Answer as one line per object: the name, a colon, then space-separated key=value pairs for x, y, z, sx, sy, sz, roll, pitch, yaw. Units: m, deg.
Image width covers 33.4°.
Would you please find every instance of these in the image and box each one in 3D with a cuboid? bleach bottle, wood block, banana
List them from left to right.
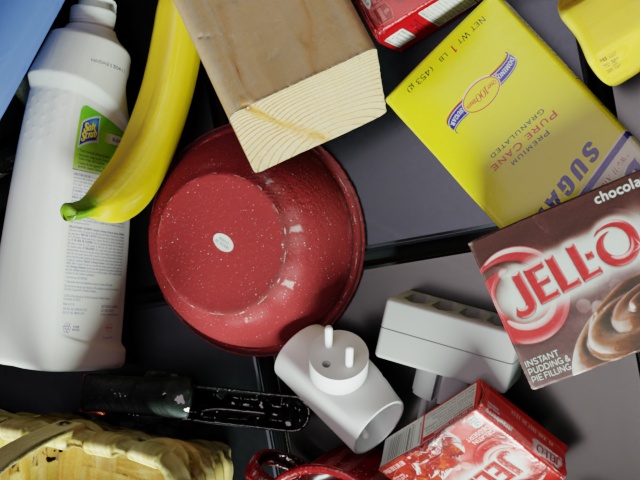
bleach bottle: x=-0.166 y=-0.039 z=0.730 sx=0.068 sy=0.102 sz=0.251 roll=7 pitch=88 yaw=23
banana: x=-0.111 y=-0.089 z=0.704 sx=0.037 sy=0.069 sz=0.197 roll=15 pitch=73 yaw=11
wood block: x=-0.047 y=-0.159 z=0.637 sx=0.090 sy=0.091 sz=0.206 roll=-25 pitch=72 yaw=-1

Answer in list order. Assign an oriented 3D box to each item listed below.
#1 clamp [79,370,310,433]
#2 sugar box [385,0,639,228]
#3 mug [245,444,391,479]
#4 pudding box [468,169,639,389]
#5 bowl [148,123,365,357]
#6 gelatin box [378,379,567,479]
clamp: x=-0.093 y=0.107 z=0.711 sx=0.172 sy=0.120 sz=0.039 roll=-3 pitch=70 yaw=49
sugar box: x=0.131 y=-0.050 z=0.632 sx=0.093 sy=0.048 sz=0.176 roll=-45 pitch=77 yaw=18
mug: x=0.005 y=0.171 z=0.677 sx=0.117 sy=0.081 sz=0.093 roll=30 pitch=104 yaw=16
pudding box: x=0.151 y=0.020 z=0.587 sx=0.114 sy=0.039 sz=0.090 roll=-25 pitch=87 yaw=20
bowl: x=-0.055 y=0.001 z=0.703 sx=0.162 sy=0.055 sz=0.162 roll=2 pitch=94 yaw=21
gelatin box: x=0.091 y=0.131 z=0.641 sx=0.073 sy=0.030 sz=0.089 roll=39 pitch=127 yaw=-15
